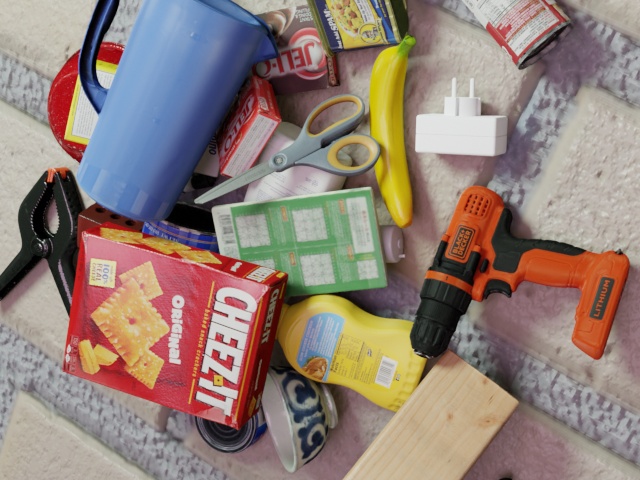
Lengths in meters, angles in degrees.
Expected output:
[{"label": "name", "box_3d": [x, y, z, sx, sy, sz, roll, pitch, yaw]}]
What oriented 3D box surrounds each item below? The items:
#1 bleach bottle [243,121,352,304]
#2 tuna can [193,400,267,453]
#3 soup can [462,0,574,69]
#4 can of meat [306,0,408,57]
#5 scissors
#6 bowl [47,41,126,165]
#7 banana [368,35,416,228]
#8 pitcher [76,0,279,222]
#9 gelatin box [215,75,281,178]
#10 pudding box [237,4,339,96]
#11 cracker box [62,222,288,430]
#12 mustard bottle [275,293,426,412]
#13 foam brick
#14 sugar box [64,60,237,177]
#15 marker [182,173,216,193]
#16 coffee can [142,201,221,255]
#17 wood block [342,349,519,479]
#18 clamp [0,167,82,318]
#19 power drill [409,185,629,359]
[{"label": "bleach bottle", "box_3d": [-0.058, 0.001, 1.185, 0.103, 0.068, 0.251, 31, 111, 15]}, {"label": "tuna can", "box_3d": [-0.105, 0.206, 1.253, 0.086, 0.033, 0.086, 4, 100, 24]}, {"label": "soup can", "box_3d": [0.187, -0.226, 1.033, 0.069, 0.068, 0.102, -41, 80, 24]}, {"label": "can of meat", "box_3d": [0.038, -0.243, 1.088, 0.084, 0.057, 0.102, -4, 130, 22]}, {"label": "scissors", "box_3d": [-0.023, -0.071, 1.095, 0.201, 0.016, 0.096, -41, 76, -8]}, {"label": "bowl", "box_3d": [-0.267, -0.154, 1.261, 0.162, 0.055, 0.162, 4, 100, 24]}, {"label": "banana", "box_3d": [0.073, -0.114, 1.108, 0.037, 0.070, 0.198, -5, 105, -12]}, {"label": "pitcher", "box_3d": [-0.168, -0.150, 1.108, 0.149, 0.144, 0.243, 42, 110, 39]}, {"label": "gelatin box", "box_3d": [-0.078, -0.119, 1.133, 0.030, 0.073, 0.089, 20, 122, -25]}, {"label": "pudding box", "box_3d": [-0.040, -0.203, 1.157, 0.114, 0.039, 0.090, -5, 97, 26]}, {"label": "cracker box", "box_3d": [-0.158, 0.088, 1.130, 0.214, 0.072, 0.164, 16, 105, 13]}, {"label": "mustard bottle", "box_3d": [0.019, 0.110, 1.148, 0.192, 0.058, 0.096, 19, 113, 8]}, {"label": "foam brick", "box_3d": [-0.242, -0.009, 1.265, 0.078, 0.052, 0.051, 22, 128, 19]}, {"label": "sugar box", "box_3d": [-0.188, -0.138, 1.196, 0.176, 0.048, 0.093, 14, 105, -7]}, {"label": "marker", "box_3d": [-0.175, -0.060, 1.252, 0.121, 0.020, 0.020, -12, 93, 26]}, {"label": "coffee can", "box_3d": [-0.163, 0.037, 1.216, 0.103, 0.102, 0.140, 23, 107, 20]}, {"label": "wood block", "box_3d": [0.099, 0.223, 1.074, 0.090, 0.091, 0.206, 37, 75, 16]}, {"label": "clamp", "box_3d": [-0.332, 0.015, 1.326, 0.165, 0.036, 0.210, 24, 107, 20]}, {"label": "power drill", "box_3d": [0.195, 0.052, 1.049, 0.188, 0.057, 0.184, 19, 80, 17]}]
